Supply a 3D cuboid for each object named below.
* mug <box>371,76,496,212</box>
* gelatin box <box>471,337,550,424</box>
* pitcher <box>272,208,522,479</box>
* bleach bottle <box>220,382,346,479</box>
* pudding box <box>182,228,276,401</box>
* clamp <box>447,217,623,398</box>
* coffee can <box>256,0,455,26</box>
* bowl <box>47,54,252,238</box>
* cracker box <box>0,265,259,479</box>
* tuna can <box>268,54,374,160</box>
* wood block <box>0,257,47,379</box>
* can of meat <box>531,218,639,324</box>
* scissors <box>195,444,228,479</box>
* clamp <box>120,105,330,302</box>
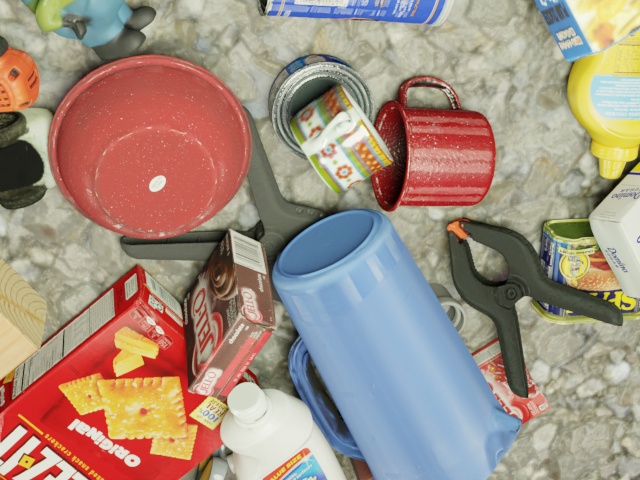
[{"bbox_3d":[0.094,-0.081,0.900,0.081,0.093,0.117,0,77,-16],"label":"mug"},{"bbox_3d":[0.172,0.146,1.039,0.073,0.030,0.089,-31,115,4],"label":"gelatin box"},{"bbox_3d":[0.049,0.099,0.910,0.149,0.145,0.242,-33,114,-7],"label":"pitcher"},{"bbox_3d":[-0.037,0.209,0.960,0.102,0.068,0.250,-26,137,-2],"label":"bleach bottle"},{"bbox_3d":[-0.077,0.060,0.873,0.039,0.113,0.090,23,121,-23],"label":"pudding box"},{"bbox_3d":[0.183,0.043,0.952,0.120,0.039,0.171,-33,91,10],"label":"clamp"},{"bbox_3d":[0.026,-0.218,0.809,0.140,0.103,0.103,1,113,-11],"label":"coffee can"},{"bbox_3d":[-0.129,-0.059,0.827,0.162,0.055,0.162,-6,123,-9],"label":"bowl"},{"bbox_3d":[-0.183,0.152,0.949,0.214,0.072,0.164,-39,116,8],"label":"cracker box"},{"bbox_3d":[0.000,-0.111,0.890,0.086,0.034,0.086,-4,114,-9],"label":"tuna can"},{"bbox_3d":[-0.338,0.103,0.888,0.206,0.090,0.090,-37,114,7],"label":"wood block"},{"bbox_3d":[0.252,0.026,0.988,0.102,0.057,0.084,-2,111,-11],"label":"can of meat"},{"bbox_3d":[-0.122,0.247,1.025,0.016,0.096,0.202,21,139,-10],"label":"scissors"},{"bbox_3d":[-0.056,0.001,0.927,0.165,0.036,0.209,-42,115,15],"label":"clamp"}]
